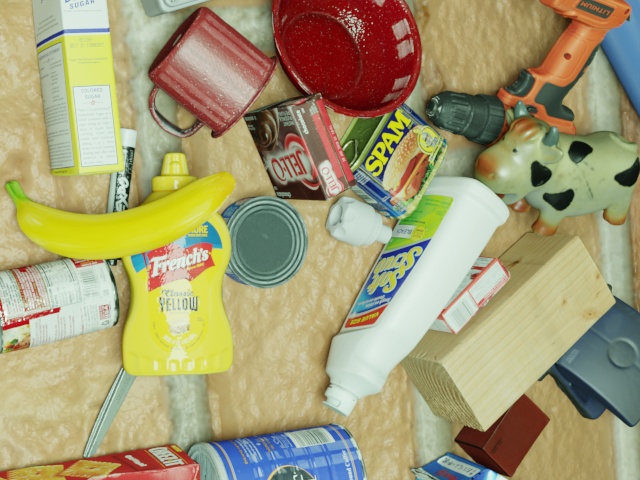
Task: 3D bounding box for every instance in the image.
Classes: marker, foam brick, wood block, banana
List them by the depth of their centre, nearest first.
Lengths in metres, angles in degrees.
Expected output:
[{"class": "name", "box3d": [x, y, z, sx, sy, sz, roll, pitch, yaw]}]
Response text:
[{"class": "banana", "box3d": [-0.168, -0.020, 0.883, 0.198, 0.037, 0.069, -2, 91, 4]}, {"class": "marker", "box3d": [-0.178, -0.038, 0.941, 0.020, 0.020, 0.121, 7, 89, -27]}, {"class": "wood block", "box3d": [0.191, 0.089, 1.097, 0.205, 0.091, 0.090, -40, 109, -20]}, {"class": "foam brick", "box3d": [0.191, 0.199, 1.124, 0.053, 0.051, 0.078, 46, 72, -20]}]

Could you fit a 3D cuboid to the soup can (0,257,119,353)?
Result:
[{"class": "soup can", "box3d": [-0.227, 0.051, 0.893, 0.102, 0.069, 0.068, -12, 98, -27]}]

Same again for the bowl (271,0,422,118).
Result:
[{"class": "bowl", "box3d": [0.015, -0.184, 1.003, 0.161, 0.055, 0.162, 8, 73, -28]}]

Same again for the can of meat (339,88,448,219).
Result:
[{"class": "can of meat", "box3d": [0.067, -0.083, 1.046, 0.083, 0.058, 0.102, 37, 75, -26]}]

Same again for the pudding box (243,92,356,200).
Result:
[{"class": "pudding box", "box3d": [-0.020, -0.083, 0.968, 0.039, 0.114, 0.090, -27, 103, -20]}]

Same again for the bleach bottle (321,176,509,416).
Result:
[{"class": "bleach bottle", "box3d": [0.081, 0.057, 1.031, 0.068, 0.103, 0.250, 39, 74, -28]}]

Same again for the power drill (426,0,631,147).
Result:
[{"class": "power drill", "box3d": [0.213, -0.177, 1.074, 0.184, 0.057, 0.188, 8, 121, -32]}]

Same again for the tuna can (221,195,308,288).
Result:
[{"class": "tuna can", "box3d": [-0.057, 0.001, 0.997, 0.086, 0.034, 0.086, -1, 93, -27]}]

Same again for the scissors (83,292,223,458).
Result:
[{"class": "scissors", "box3d": [-0.147, 0.103, 0.965, 0.096, 0.016, 0.202, 13, 86, -25]}]

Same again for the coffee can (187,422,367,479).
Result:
[{"class": "coffee can", "box3d": [-0.042, 0.227, 0.976, 0.140, 0.103, 0.103, -4, 94, -27]}]

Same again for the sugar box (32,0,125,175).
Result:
[{"class": "sugar box", "box3d": [-0.202, -0.142, 0.883, 0.048, 0.093, 0.176, -5, 95, -28]}]

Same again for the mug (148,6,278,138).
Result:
[{"class": "mug", "box3d": [-0.105, -0.143, 0.944, 0.081, 0.093, 0.117, 38, 112, -19]}]

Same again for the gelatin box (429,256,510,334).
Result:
[{"class": "gelatin box", "box3d": [0.138, 0.053, 1.078, 0.089, 0.073, 0.030, -43, 110, -20]}]

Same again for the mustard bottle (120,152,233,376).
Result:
[{"class": "mustard bottle", "box3d": [-0.126, 0.020, 0.930, 0.096, 0.058, 0.191, -1, 89, -11]}]
